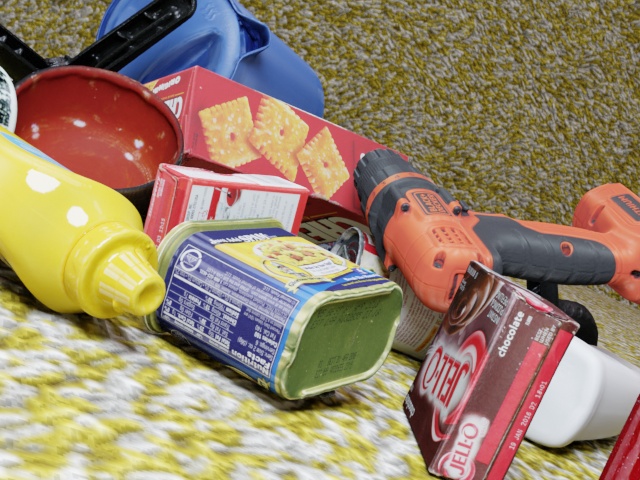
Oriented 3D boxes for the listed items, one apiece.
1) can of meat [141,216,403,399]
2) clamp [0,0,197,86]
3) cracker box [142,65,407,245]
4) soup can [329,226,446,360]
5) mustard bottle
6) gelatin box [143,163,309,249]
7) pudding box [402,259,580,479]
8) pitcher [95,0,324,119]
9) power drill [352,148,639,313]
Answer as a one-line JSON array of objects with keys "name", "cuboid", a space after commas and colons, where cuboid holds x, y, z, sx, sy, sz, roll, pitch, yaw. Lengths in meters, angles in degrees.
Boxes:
[{"name": "can of meat", "cuboid": [-0.019, 0.031, 0.510, 0.084, 0.057, 0.101, 25, 15, 29]}, {"name": "clamp", "cuboid": [-0.186, -0.124, 0.809, 0.164, 0.036, 0.210, -19, -13, -26]}, {"name": "cracker box", "cuboid": [-0.065, -0.051, 0.813, 0.213, 0.072, 0.164, 19, -19, -41]}, {"name": "soup can", "cuboid": [0.055, 0.041, 0.736, 0.102, 0.068, 0.068, 23, 6, -16]}, {"name": "mustard bottle", "cuboid": [-0.136, -0.015, 0.492, 0.192, 0.058, 0.096, 29, -15, 37]}, {"name": "gelatin box", "cuboid": [-0.054, 0.001, 0.568, 0.089, 0.073, 0.030, 2, 17, -46]}, {"name": "pudding box", "cuboid": [0.079, 0.063, 0.524, 0.039, 0.090, 0.113, 25, 5, -3]}, {"name": "pitcher", "cuboid": [-0.095, -0.143, 0.961, 0.149, 0.145, 0.242, 40, 8, 19]}, {"name": "power drill", "cuboid": [0.123, -0.009, 0.706, 0.187, 0.057, 0.184, 2, 28, -14]}]
